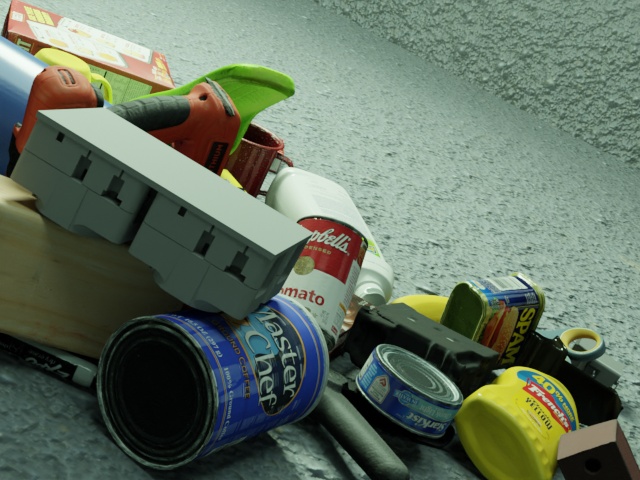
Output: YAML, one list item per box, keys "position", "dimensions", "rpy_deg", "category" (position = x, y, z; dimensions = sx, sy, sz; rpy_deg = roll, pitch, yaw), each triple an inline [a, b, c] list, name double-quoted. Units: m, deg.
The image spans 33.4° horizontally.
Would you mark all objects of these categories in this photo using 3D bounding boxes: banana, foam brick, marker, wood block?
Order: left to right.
- position: [-0.207, 0.015, 0.768]
  dimensions: [0.205, 0.090, 0.091]
  rpy_deg: [21, 9, -31]
  category: "wood block"
- position: [-0.191, 0.085, 0.763]
  dimensions: [0.121, 0.020, 0.020]
  rpy_deg: [25, 19, -2]
  category: "marker"
- position: [0.132, 0.086, 1.143]
  dimensions: [0.197, 0.037, 0.070]
  rpy_deg: [14, 22, -31]
  category: "banana"
- position: [0.239, 0.200, 0.897]
  dimensions: [0.078, 0.053, 0.051]
  rpy_deg: [65, 21, -4]
  category: "foam brick"

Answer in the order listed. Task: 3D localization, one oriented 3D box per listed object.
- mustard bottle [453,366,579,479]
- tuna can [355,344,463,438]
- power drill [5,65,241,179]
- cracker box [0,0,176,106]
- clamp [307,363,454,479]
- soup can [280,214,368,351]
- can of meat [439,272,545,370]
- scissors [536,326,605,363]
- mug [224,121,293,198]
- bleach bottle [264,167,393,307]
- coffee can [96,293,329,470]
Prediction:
- position: [0.190, 0.163, 0.971]
  dimensions: [0.096, 0.058, 0.191]
  rpy_deg: [51, 24, 13]
  category: "mustard bottle"
- position: [0.073, 0.122, 0.873]
  dimensions: [0.086, 0.034, 0.086]
  rpy_deg: [29, 14, -8]
  category: "tuna can"
- position: [-0.170, -0.066, 0.893]
  dimensions: [0.187, 0.185, 0.057]
  rpy_deg: [-11, 53, -38]
  category: "power drill"
- position: [-0.301, -0.222, 1.362]
  dimensions: [0.213, 0.072, 0.164]
  rpy_deg: [17, 20, -21]
  category: "cracker box"
- position: [0.012, 0.128, 0.878]
  dimensions: [0.210, 0.036, 0.164]
  rpy_deg: [32, 12, 22]
  category: "clamp"
- position: [-0.005, 0.038, 0.928]
  dimensions: [0.068, 0.102, 0.068]
  rpy_deg: [16, -25, 8]
  category: "soup can"
- position: [0.168, 0.086, 1.078]
  dimensions: [0.083, 0.102, 0.057]
  rpy_deg: [-3, 31, -36]
  category: "can of meat"
- position: [0.253, 0.101, 1.212]
  dimensions: [0.202, 0.096, 0.016]
  rpy_deg: [-110, 176, -62]
  category: "scissors"
- position: [-0.089, -0.090, 1.260]
  dimensions: [0.117, 0.081, 0.093]
  rpy_deg: [21, 19, -13]
  category: "mug"
- position: [0.014, 0.006, 1.158]
  dimensions: [0.102, 0.068, 0.251]
  rpy_deg: [18, 20, -23]
  category: "bleach bottle"
- position: [-0.073, 0.095, 0.757]
  dimensions: [0.103, 0.103, 0.140]
  rpy_deg: [35, 21, 25]
  category: "coffee can"
